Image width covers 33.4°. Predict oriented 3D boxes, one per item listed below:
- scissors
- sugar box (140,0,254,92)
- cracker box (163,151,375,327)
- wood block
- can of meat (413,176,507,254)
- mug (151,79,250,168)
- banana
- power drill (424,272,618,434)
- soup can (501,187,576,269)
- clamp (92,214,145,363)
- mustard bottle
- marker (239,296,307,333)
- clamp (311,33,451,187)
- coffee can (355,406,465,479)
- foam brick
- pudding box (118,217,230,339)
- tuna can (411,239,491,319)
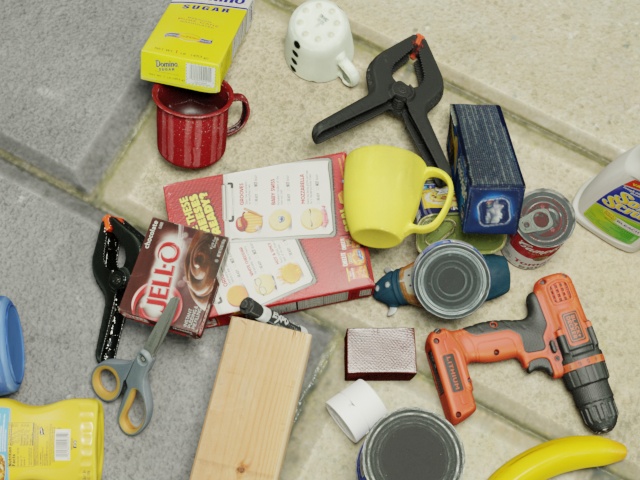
[{"bbox_3d":[-0.202,0.121,1.143,0.096,0.202,0.016,30,33,25],"label":"scissors"},{"bbox_3d":[-0.141,-0.243,1.254,0.093,0.048,0.176,12,44,3],"label":"sugar box"},{"bbox_3d":[-0.058,0.001,1.215,0.213,0.072,0.164,-11,74,-2],"label":"cracker box"},{"bbox_3d":[-0.077,0.197,1.150,0.091,0.090,0.206,13,74,2],"label":"wood block"},{"bbox_3d":[0.154,-0.030,1.213,0.102,0.057,0.084,-3,35,-2],"label":"can of meat"},{"bbox_3d":[-0.138,-0.141,1.240,0.117,0.081,0.093,-15,47,-23],"label":"mug"},{"bbox_3d":[0.240,0.258,1.164,0.197,0.037,0.069,-32,104,-6],"label":"banana"},{"bbox_3d":[0.222,0.144,1.185,0.187,0.057,0.184,-16,74,-7],"label":"power drill"},{"bbox_3d":[0.242,-0.011,1.203,0.068,0.102,0.068,0,74,-1],"label":"soup can"},{"bbox_3d":[-0.225,0.056,1.208,0.120,0.039,0.171,-31,63,15],"label":"clamp"},{"bbox_3d":[-0.334,0.220,1.158,0.191,0.058,0.096,0,85,0],"label":"mustard bottle"},{"bbox_3d":[-0.051,0.087,1.168,0.020,0.121,0.020,-13,64,27],"label":"marker"},{"bbox_3d":[0.100,-0.158,1.248,0.164,0.036,0.209,26,56,3],"label":"clamp"},{"bbox_3d":[0.091,0.233,1.113,0.103,0.140,0.103,0,74,0],"label":"coffee can"},{"bbox_3d":[0.066,0.127,1.190,0.078,0.051,0.053,0,73,0],"label":"foam brick"},{"bbox_3d":[-0.154,0.041,1.146,0.090,0.039,0.113,15,70,7],"label":"pudding box"},{"bbox_3d":[0.143,0.042,1.165,0.086,0.033,0.086,0,96,4],"label":"tuna can"}]
